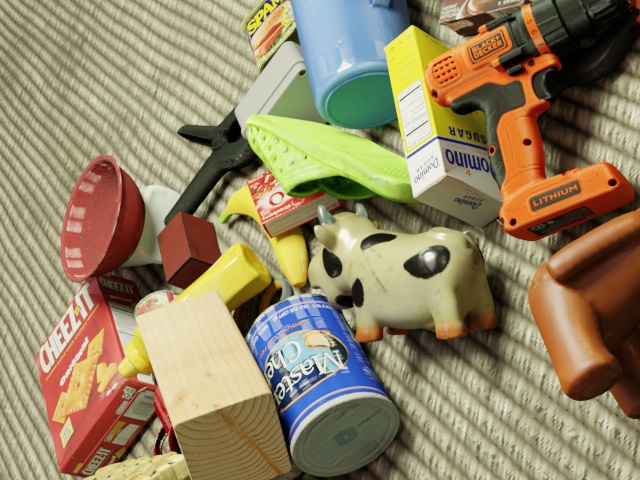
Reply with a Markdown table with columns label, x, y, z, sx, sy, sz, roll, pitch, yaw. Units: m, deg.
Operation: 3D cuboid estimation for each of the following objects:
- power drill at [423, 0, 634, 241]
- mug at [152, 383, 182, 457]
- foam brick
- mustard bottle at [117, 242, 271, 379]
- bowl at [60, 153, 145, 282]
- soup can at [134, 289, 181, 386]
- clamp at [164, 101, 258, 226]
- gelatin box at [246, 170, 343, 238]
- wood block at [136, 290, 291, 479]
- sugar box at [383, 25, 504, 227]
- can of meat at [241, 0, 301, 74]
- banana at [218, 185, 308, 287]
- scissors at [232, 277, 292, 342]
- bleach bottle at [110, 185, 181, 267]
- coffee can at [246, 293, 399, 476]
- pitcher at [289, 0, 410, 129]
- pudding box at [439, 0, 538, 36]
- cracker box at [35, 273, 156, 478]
| label | x | y | z | sx | sy | sz | roll | pitch | yaw |
| --- | --- | --- | --- | --- | --- | --- | --- | --- | --- |
| power drill | 0.190 | -0.107 | 0.877 | 0.185 | 0.057 | 0.188 | -26 | 67 | 26 |
| mug | -0.137 | 0.192 | 1.142 | 0.117 | 0.093 | 0.082 | -51 | 35 | 4 |
| foam brick | -0.157 | 0.014 | 1.283 | 0.051 | 0.052 | 0.078 | -45 | 43 | 28 |
| mustard bottle | -0.142 | 0.083 | 1.150 | 0.191 | 0.058 | 0.096 | -40 | 2 | 4 |
| bowl | -0.260 | -0.022 | 1.310 | 0.162 | 0.055 | 0.162 | -27 | 55 | 47 |
| soup can | -0.174 | 0.117 | 1.242 | 0.069 | 0.068 | 0.102 | -49 | 42 | 24 |
| clamp | -0.118 | -0.106 | 1.300 | 0.210 | 0.036 | 0.164 | -23 | 49 | 40 |
| gelatin box | -0.028 | -0.052 | 1.145 | 0.089 | 0.030 | 0.073 | -26 | 46 | 3 |
| wood block | -0.105 | 0.140 | 1.011 | 0.206 | 0.090 | 0.091 | -129 | 24 | -61 |
| sugar box | 0.115 | -0.105 | 0.976 | 0.048 | 0.093 | 0.176 | -37 | 48 | 34 |
| can of meat | -0.040 | -0.248 | 1.264 | 0.102 | 0.057 | 0.084 | -43 | 47 | 30 |
| banana | -0.057 | -0.017 | 1.194 | 0.198 | 0.037 | 0.070 | 39 | 126 | 53 |
| scissors | -0.057 | 0.113 | 1.114 | 0.096 | 0.016 | 0.202 | -45 | 31 | 18 |
| bleach bottle | -0.276 | -0.003 | 1.430 | 0.251 | 0.068 | 0.102 | -14 | 63 | 49 |
| coffee can | 0.000 | 0.133 | 0.995 | 0.103 | 0.102 | 0.140 | -52 | 40 | 21 |
| pitcher | 0.035 | -0.247 | 1.111 | 0.145 | 0.149 | 0.243 | -18 | 60 | 15 |
| pudding box | 0.171 | -0.250 | 1.020 | 0.114 | 0.039 | 0.090 | 0 | 73 | 50 |
| cracker box | -0.282 | 0.166 | 1.346 | 0.164 | 0.072 | 0.214 | -52 | 40 | 20 |
